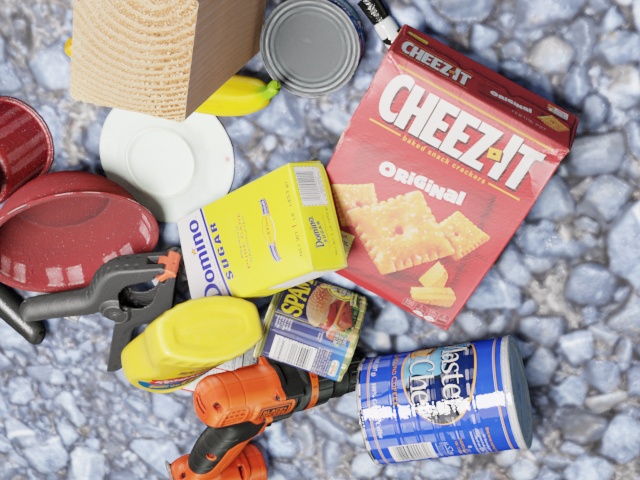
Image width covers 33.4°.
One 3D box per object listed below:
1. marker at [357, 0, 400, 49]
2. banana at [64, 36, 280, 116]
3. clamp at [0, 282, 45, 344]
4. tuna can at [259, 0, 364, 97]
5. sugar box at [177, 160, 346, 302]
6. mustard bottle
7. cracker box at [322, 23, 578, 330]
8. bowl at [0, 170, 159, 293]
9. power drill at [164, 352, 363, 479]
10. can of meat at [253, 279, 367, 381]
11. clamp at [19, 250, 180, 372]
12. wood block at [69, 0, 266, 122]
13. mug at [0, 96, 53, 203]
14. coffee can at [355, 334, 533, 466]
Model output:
[{"bbox_3d":[0.069,-0.158,0.896,0.020,0.020,0.121,-29,104,23],"label":"marker"},{"bbox_3d":[-0.122,-0.141,0.927,0.198,0.037,0.069,12,154,11],"label":"banana"},{"bbox_3d":[-0.366,0.023,1.070,0.165,0.036,0.210,0,113,14],"label":"clamp"},{"bbox_3d":[-0.006,-0.167,0.902,0.086,0.033,0.086,5,115,11],"label":"tuna can"},{"bbox_3d":[-0.056,0.001,0.925,0.177,0.048,0.093,-23,76,46],"label":"sugar box"},{"bbox_3d":[-0.129,0.101,0.972,0.192,0.096,0.058,-36,68,60],"label":"mustard bottle"},{"bbox_3d":[0.089,-0.046,0.899,0.164,0.072,0.214,28,126,0],"label":"cracker box"},{"bbox_3d":[-0.233,-0.016,0.985,0.162,0.055,0.162,-12,149,-8],"label":"bowl"},{"bbox_3d":[-0.058,0.177,1.024,0.057,0.184,0.188,59,137,32],"label":"power drill"},{"bbox_3d":[-0.007,0.077,0.975,0.084,0.102,0.057,19,119,1],"label":"can of meat"},{"bbox_3d":[-0.202,0.056,1.005,0.120,0.039,0.172,26,128,-28],"label":"clamp"},{"bbox_3d":[-0.110,-0.171,0.827,0.090,0.206,0.091,13,116,7],"label":"wood block"},{"bbox_3d":[-0.316,-0.072,0.990,0.117,0.081,0.093,-28,105,23],"label":"mug"},{"bbox_3d":[0.114,0.147,0.976,0.140,0.102,0.103,-11,111,18],"label":"coffee can"}]
